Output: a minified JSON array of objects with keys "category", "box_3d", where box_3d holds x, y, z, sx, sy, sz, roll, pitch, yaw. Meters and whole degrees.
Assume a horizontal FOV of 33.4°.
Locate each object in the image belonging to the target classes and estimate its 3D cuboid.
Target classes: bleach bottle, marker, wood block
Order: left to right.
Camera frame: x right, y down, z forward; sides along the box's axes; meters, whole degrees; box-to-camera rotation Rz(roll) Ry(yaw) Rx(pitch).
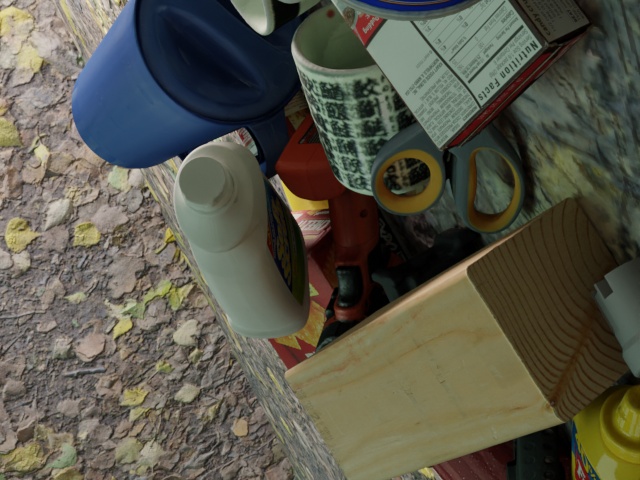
[{"category":"bleach bottle","box_3d":[-0.055,0.001,0.733,0.251,0.068,0.102,65,-159,-76]},{"category":"marker","box_3d":[0.054,-0.008,0.884,0.121,0.020,0.020,61,169,0]},{"category":"wood block","box_3d":[0.076,0.067,0.610,0.090,0.090,0.206,58,146,4]}]

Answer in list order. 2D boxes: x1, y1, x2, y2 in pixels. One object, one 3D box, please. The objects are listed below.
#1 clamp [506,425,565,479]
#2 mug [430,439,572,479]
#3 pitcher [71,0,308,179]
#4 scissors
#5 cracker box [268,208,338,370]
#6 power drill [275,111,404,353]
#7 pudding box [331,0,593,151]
[{"category":"clamp","box_3d":[0.139,0.161,0.689,0.164,0.036,0.210,47,-139,-79]},{"category":"mug","box_3d":[0.136,0.153,0.789,0.082,0.093,0.117,46,126,36]},{"category":"pitcher","box_3d":[-0.111,-0.120,0.837,0.243,0.144,0.149,-17,58,63]},{"category":"scissors","box_3d":[0.059,-0.075,0.562,0.016,0.096,0.201,-78,-24,-43]},{"category":"cracker box","box_3d":[0.013,0.075,0.966,0.164,0.072,0.213,-1,125,54]},{"category":"power drill","box_3d":[0.016,0.012,0.769,0.184,0.057,0.187,-65,-30,-55]},{"category":"pudding box","box_3d":[0.056,-0.110,0.486,0.113,0.039,0.090,54,143,7]}]
